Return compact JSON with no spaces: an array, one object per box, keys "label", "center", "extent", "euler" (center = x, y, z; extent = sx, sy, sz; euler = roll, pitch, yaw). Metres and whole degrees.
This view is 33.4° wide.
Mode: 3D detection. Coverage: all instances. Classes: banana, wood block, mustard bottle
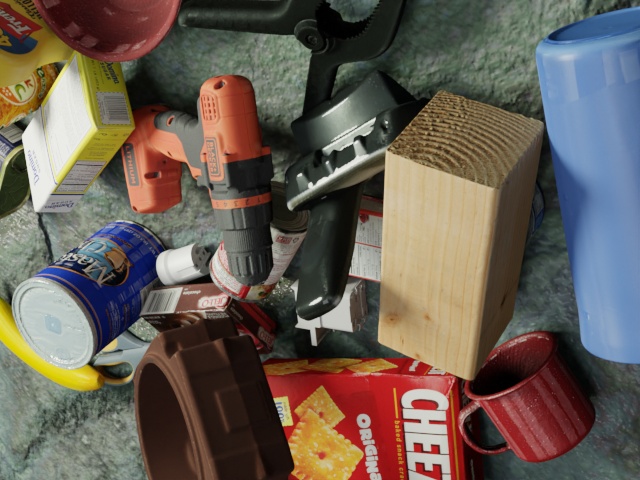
[{"label":"banana","center":[-0.333,0.127,1.262],"extent":[0.198,0.037,0.070],"euler":[35,149,15]},{"label":"wood block","center":[0.107,0.000,0.841],"extent":[0.090,0.090,0.206],"euler":[22,137,23]},{"label":"mustard bottle","center":[-0.294,-0.186,0.972],"extent":[0.096,0.191,0.058],"euler":[41,129,5]}]

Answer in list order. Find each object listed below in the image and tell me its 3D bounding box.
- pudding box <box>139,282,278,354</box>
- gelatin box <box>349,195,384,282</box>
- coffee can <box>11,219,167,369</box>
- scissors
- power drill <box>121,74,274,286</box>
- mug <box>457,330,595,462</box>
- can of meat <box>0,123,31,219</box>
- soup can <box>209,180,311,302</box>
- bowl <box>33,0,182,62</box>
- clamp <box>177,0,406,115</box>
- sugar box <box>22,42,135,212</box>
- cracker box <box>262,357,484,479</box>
[{"label":"pudding box","center":[-0.113,0.082,1.089],"extent":[0.114,0.039,0.090],"euler":[-4,144,33]},{"label":"gelatin box","center":[0.057,0.001,0.971],"extent":[0.089,0.030,0.073],"euler":[13,123,25]},{"label":"coffee can","center":[-0.232,0.054,1.103],"extent":[0.103,0.140,0.103],"euler":[15,123,24]},{"label":"scissors","center":[-0.200,0.110,1.196],"extent":[0.202,0.016,0.096],"euler":[-27,100,38]},{"label":"power drill","center":[-0.110,-0.056,0.972],"extent":[0.188,0.057,0.184],"euler":[7,107,50]},{"label":"mug","center":[0.177,0.145,0.934],"extent":[0.117,0.093,0.081],"euler":[-34,103,4]},{"label":"can of meat","center":[-0.356,-0.088,1.154],"extent":[0.084,0.057,0.102],"euler":[37,128,12]},{"label":"soup can","center":[-0.057,0.001,1.015],"extent":[0.068,0.068,0.102],"euler":[38,129,8]},{"label":"bowl","center":[-0.183,-0.244,0.953],"extent":[0.162,0.055,0.162],"euler":[9,116,19]},{"label":"clamp","center":[-0.012,-0.177,0.868],"extent":[0.164,0.036,0.210],"euler":[37,140,-18]},{"label":"sugar box","center":[-0.239,-0.105,1.042],"extent":[0.177,0.048,0.093],"euler":[-40,59,51]},{"label":"cracker box","center":[0.042,0.198,1.022],"extent":[0.214,0.072,0.164],"euler":[-2,99,23]}]
